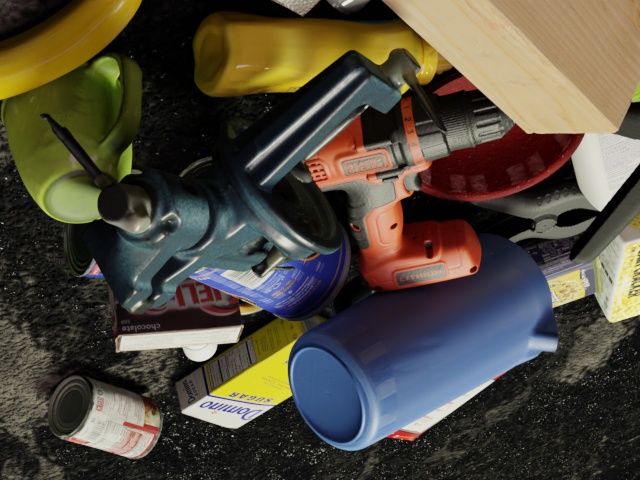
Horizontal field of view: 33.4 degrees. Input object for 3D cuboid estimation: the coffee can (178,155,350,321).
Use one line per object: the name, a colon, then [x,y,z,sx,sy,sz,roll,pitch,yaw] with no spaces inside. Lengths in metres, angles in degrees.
coffee can: [-0.056,0.001,0.911,0.103,0.103,0.140,-36,141,23]

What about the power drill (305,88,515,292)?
power drill: [0.077,-0.041,0.862,0.184,0.057,0.187,-10,139,14]

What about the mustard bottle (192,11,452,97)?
mustard bottle: [0.010,-0.134,0.775,0.191,0.058,0.096,-4,-179,-22]

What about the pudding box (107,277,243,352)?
pudding box: [-0.131,0.049,0.953,0.113,0.090,0.039,-5,147,-15]

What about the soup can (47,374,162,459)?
soup can: [-0.225,0.185,1.117,0.069,0.068,0.102,-35,141,22]

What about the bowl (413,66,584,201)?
bowl: [0.135,-0.105,0.882,0.162,0.055,0.162,-5,142,-4]

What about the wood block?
wood block: [0.122,-0.164,0.707,0.205,0.091,0.090,35,165,-32]

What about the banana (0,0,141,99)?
banana: [-0.200,-0.133,0.721,0.198,0.037,0.069,-18,146,0]

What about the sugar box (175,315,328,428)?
sugar box: [-0.061,0.140,1.148,0.176,0.048,0.093,-36,141,22]

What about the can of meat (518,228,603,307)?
can of meat: [0.246,0.032,1.122,0.084,0.057,0.102,-21,151,7]

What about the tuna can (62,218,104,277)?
tuna can: [-0.176,-0.013,0.854,0.033,0.086,0.086,5,139,-32]

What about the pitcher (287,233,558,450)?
pitcher: [0.082,0.087,0.966,0.242,0.145,0.149,-23,177,-39]

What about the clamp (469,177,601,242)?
clamp: [0.209,-0.031,1.040,0.171,0.039,0.120,-16,152,0]
